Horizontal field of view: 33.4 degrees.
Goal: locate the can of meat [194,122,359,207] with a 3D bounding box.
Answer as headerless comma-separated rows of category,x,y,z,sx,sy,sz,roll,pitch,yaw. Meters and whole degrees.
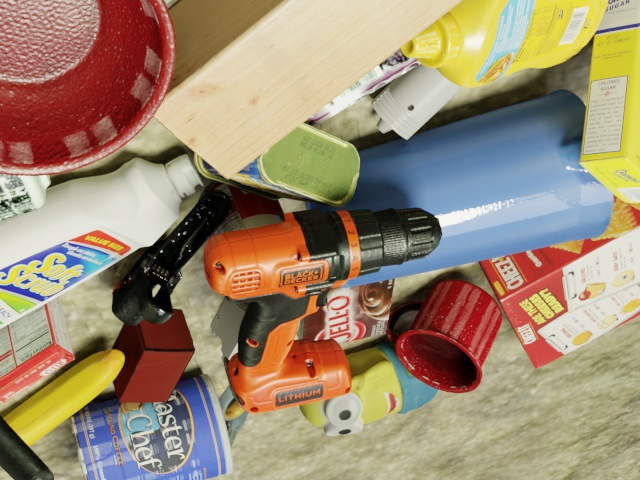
can of meat,-0.032,-0.063,0.826,0.101,0.084,0.057,18,86,-41

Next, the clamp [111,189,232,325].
clamp,-0.128,0.020,0.876,0.039,0.172,0.120,42,69,-15

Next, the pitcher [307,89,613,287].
pitcher,0.114,-0.037,0.927,0.242,0.145,0.149,-14,129,-8

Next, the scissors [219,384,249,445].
scissors,-0.075,0.180,1.145,0.096,0.016,0.202,-38,161,-18

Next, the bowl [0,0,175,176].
bowl,-0.171,-0.118,0.635,0.162,0.055,0.162,-13,133,-14

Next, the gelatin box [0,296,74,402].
gelatin box,-0.246,0.078,0.881,0.073,0.089,0.030,-32,142,8

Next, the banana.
banana,-0.255,0.159,0.996,0.198,0.069,0.037,-37,99,5

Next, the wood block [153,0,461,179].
wood block,-0.020,-0.150,0.734,0.206,0.091,0.090,-36,134,13

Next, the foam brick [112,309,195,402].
foam brick,-0.158,0.108,0.993,0.051,0.053,0.078,5,133,-32

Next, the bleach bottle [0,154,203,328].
bleach bottle,-0.211,-0.001,0.831,0.251,0.068,0.102,-28,148,0

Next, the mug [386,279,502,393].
mug,0.124,0.092,1.089,0.117,0.081,0.093,11,138,28

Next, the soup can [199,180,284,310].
soup can,-0.056,0.001,0.885,0.068,0.102,0.068,-15,140,-13

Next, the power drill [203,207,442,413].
power drill,-0.003,0.052,0.843,0.184,0.057,0.188,-7,136,-15

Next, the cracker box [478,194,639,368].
cracker box,0.290,0.028,1.128,0.214,0.072,0.164,-29,140,6

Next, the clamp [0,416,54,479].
clamp,-0.300,0.119,0.865,0.209,0.165,0.036,33,106,-37

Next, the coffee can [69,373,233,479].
coffee can,-0.167,0.199,1.052,0.140,0.103,0.103,-14,140,-14

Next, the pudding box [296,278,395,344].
pudding box,0.022,0.057,1.042,0.090,0.039,0.113,-13,140,-14

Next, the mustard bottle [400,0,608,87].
mustard bottle,0.132,-0.162,0.791,0.191,0.058,0.096,-21,145,-36
